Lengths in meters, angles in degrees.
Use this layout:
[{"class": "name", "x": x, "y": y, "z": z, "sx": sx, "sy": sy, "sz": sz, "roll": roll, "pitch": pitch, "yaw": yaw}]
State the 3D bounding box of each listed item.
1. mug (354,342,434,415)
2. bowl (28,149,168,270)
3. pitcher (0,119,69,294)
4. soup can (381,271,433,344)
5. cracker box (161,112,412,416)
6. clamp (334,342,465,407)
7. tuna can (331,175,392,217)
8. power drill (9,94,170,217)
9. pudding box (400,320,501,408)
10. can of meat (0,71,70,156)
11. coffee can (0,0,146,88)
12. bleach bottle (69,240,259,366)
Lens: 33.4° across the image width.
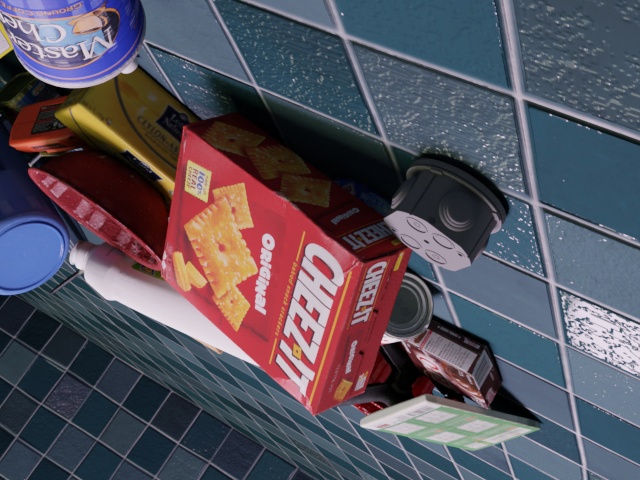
[{"class": "mug", "x": 0.097, "y": 0.182, "z": 1.283, "sx": 0.117, "sy": 0.081, "sz": 0.093, "roll": 43, "pitch": 162, "yaw": -26}, {"class": "bowl", "x": -0.204, "y": -0.040, "z": 1.042, "sx": 0.162, "sy": 0.055, "sz": 0.162, "roll": 33, "pitch": 166, "yaw": 9}, {"class": "pitcher", "x": -0.370, "y": -0.060, "z": 1.157, "sx": 0.243, "sy": 0.145, "sz": 0.149, "roll": 46, "pitch": -174, "yaw": 36}, {"class": "soup can", "x": 0.063, "y": 0.069, "z": 1.052, "sx": 0.068, "sy": 0.068, "sz": 0.102, "roll": 36, "pitch": 163, "yaw": -8}, {"class": "cracker box", "x": -0.039, "y": 0.016, "z": 0.892, "sx": 0.214, "sy": 0.071, "sz": 0.164, "roll": 38, "pitch": 130, "yaw": 31}, {"class": "clamp", "x": 0.089, "y": 0.146, "z": 1.212, "sx": 0.171, "sy": 0.120, "sz": 0.039, "roll": 16, "pitch": 180, "yaw": -17}, {"class": "tuna can", "x": 0.036, "y": -0.018, "z": 0.920, "sx": 0.086, "sy": 0.033, "sz": 0.086, "roll": 31, "pitch": 164, "yaw": 10}, {"class": "power drill", "x": -0.240, "y": -0.077, "z": 1.145, "sx": 0.185, "sy": 0.057, "sz": 0.187, "roll": -8, "pitch": 148, "yaw": 31}, {"class": "pudding box", "x": 0.138, "y": 0.127, "z": 1.123, "sx": 0.090, "sy": 0.039, "sz": 0.113, "roll": 25, "pitch": 162, "yaw": 28}, {"class": "can of meat", "x": -0.315, "y": -0.144, "z": 1.203, "sx": 0.084, "sy": 0.057, "sz": 0.102, "roll": 46, "pitch": 160, "yaw": -27}, {"class": "coffee can", "x": -0.183, "y": -0.184, "z": 0.748, "sx": 0.103, "sy": 0.102, "sz": 0.140, "roll": 31, "pitch": 164, "yaw": 10}, {"class": "bleach bottle", "x": -0.145, "y": 0.053, "z": 1.126, "sx": 0.251, "sy": 0.068, "sz": 0.102, "roll": 21, "pitch": -158, "yaw": 14}]
